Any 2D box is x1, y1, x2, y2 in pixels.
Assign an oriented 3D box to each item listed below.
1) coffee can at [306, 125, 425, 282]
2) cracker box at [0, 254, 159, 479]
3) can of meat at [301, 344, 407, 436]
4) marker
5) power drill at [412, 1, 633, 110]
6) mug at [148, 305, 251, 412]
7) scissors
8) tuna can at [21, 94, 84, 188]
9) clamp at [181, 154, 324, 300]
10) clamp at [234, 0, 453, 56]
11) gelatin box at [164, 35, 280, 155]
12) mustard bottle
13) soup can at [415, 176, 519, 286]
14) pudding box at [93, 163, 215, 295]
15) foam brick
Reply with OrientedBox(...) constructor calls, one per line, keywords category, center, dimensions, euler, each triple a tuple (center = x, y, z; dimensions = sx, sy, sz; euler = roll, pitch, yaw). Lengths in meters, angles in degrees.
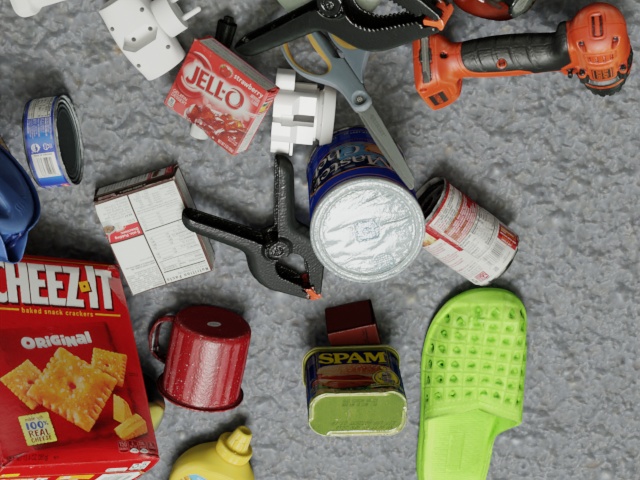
OrientedBox(category="coffee can", center=(0.039, -0.037, 1.004), dimensions=(0.103, 0.140, 0.103), euler=(-1, 116, -2))
OrientedBox(category="cracker box", center=(-0.251, 0.120, 0.997), dimensions=(0.163, 0.214, 0.072), euler=(8, 145, -42))
OrientedBox(category="can of meat", center=(0.034, 0.151, 1.066), dimensions=(0.102, 0.084, 0.057), euler=(-1, 116, -3))
OrientedBox(category="marker", center=(-0.101, -0.154, 1.011), dimensions=(0.020, 0.020, 0.121), euler=(14, 114, -9))
OrientedBox(category="power drill", center=(0.185, -0.159, 0.962), dimensions=(0.188, 0.184, 0.057), euler=(-6, 81, 16))
OrientedBox(category="mug", center=(-0.128, 0.115, 1.108), dimensions=(0.117, 0.093, 0.081), euler=(22, 112, 24))
OrientedBox(category="scissors", center=(0.045, -0.143, 0.962), dimensions=(0.096, 0.016, 0.202), euler=(-45, 70, -1))
OrientedBox(category="tuna can", center=(-0.250, -0.092, 0.998), dimensions=(0.034, 0.086, 0.086), euler=(-7, 116, 3))
OrientedBox(category="clamp", center=(-0.057, 0.001, 1.060), dimensions=(0.120, 0.039, 0.171), euler=(-19, 125, 10))
OrientedBox(category="clamp", center=(0.007, -0.217, 0.903), dimensions=(0.210, 0.036, 0.164), euler=(11, 138, 22))
OrientedBox(category="gelatin box", center=(-0.092, -0.134, 0.982), dimensions=(0.089, 0.030, 0.073), euler=(38, 118, 11))
OrientedBox(category="mustard bottle", center=(-0.128, 0.284, 1.196), dimensions=(0.096, 0.058, 0.192), euler=(26, 112, -12))
OrientedBox(category="soup can", center=(0.139, -0.008, 1.062), dimensions=(0.102, 0.068, 0.069), euler=(35, 109, -17))
OrientedBox(category="pudding box", center=(-0.166, -0.010, 1.067), dimensions=(0.090, 0.039, 0.113), euler=(-17, 117, 4))
OrientedBox(category="foam brick", center=(0.039, 0.112, 1.125), dimensions=(0.053, 0.051, 0.078), euler=(-12, 116, 3))
